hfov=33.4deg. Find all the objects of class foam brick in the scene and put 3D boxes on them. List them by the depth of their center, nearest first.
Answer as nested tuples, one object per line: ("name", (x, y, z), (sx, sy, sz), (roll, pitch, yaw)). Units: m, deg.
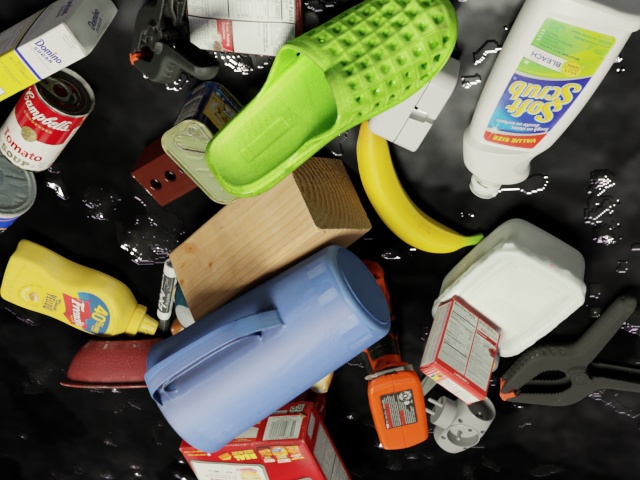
("foam brick", (-0.154, -0.083, 1.145), (0.078, 0.051, 0.053), (-27, 119, 31))

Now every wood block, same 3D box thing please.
("wood block", (-0.057, 0.002, 1.146), (0.090, 0.090, 0.206), (0, 150, -49))

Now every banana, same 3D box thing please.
("banana", (0.090, -0.046, 1.130), (0.069, 0.037, 0.197), (-43, 116, 6))

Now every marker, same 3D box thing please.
("marker", (-0.188, 0.070, 1.303), (0.020, 0.020, 0.121), (16, 132, 0))

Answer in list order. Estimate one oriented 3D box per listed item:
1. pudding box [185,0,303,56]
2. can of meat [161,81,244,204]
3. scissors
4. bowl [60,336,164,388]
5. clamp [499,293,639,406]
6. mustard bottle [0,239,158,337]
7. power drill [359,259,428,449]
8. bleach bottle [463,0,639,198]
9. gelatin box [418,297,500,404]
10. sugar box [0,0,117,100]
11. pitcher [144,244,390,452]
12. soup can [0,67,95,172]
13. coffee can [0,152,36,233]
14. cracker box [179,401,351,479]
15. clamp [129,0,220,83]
("pudding box", (-0.072, -0.224, 1.015), (0.113, 0.039, 0.090), (6, 130, 7))
("can of meat", (-0.105, -0.103, 1.094), (0.058, 0.084, 0.102), (-28, 118, 31))
("scissors", (0.157, 0.156, 1.250), (0.096, 0.016, 0.202), (14, 151, 13))
("bowl", (-0.241, 0.149, 1.325), (0.162, 0.162, 0.055), (-1, 88, 15))
("clamp", (0.300, 0.138, 1.229), (0.210, 0.036, 0.164), (-15, 125, 25))
("mustard bottle", (-0.289, 0.071, 1.303), (0.191, 0.058, 0.096), (23, 136, -7))
("power drill", (0.071, 0.140, 1.191), (0.057, 0.188, 0.184), (-16, 127, 0))
("bleach bottle", (0.206, -0.135, 1.007), (0.102, 0.068, 0.251), (19, 133, -2))
("gelatin box", (0.148, 0.117, 1.129), (0.073, 0.089, 0.030), (36, 141, -19))
("sugar box", (-0.291, -0.188, 1.063), (0.176, 0.093, 0.048), (-18, 124, 26))
("pitcher", (-0.056, 0.107, 1.101), (0.243, 0.149, 0.145), (-33, 111, 18))
("soup can", (-0.292, -0.128, 1.131), (0.068, 0.068, 0.102), (35, 129, -16))
("coffee can", (-0.403, -0.039, 1.209), (0.102, 0.102, 0.141), (40, 127, -20))
("cracker box", (-0.054, 0.295, 1.315), (0.164, 0.072, 0.213), (-8, 128, 21))
("clamp", (-0.140, -0.186, 1.007), (0.039, 0.120, 0.172), (-7, 168, -24))
